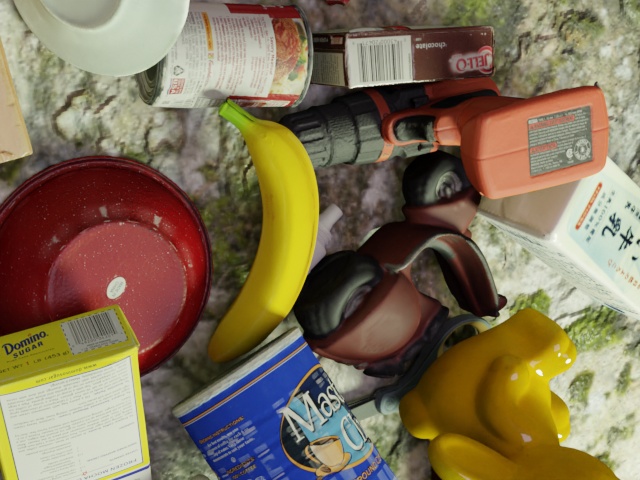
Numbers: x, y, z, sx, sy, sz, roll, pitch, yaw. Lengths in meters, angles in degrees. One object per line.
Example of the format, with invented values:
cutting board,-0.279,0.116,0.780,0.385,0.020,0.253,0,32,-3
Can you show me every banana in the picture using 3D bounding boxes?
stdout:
banana,-0.037,0.002,0.718,0.070,0.037,0.198,13,116,15

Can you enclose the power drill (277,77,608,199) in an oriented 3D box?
power drill,0.079,-0.073,0.702,0.184,0.188,0.057,-17,110,-24

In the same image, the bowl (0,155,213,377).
bowl,-0.139,0.027,0.697,0.161,0.055,0.162,-5,102,-24

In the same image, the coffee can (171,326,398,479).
coffee can,-0.020,0.144,0.723,0.102,0.103,0.140,-33,88,-15

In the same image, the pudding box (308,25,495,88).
pudding box,0.049,-0.127,0.732,0.113,0.090,0.039,-6,101,-23

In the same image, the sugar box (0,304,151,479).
sugar box,-0.158,0.127,0.677,0.093,0.048,0.176,-15,135,-20

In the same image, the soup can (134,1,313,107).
soup can,-0.065,-0.121,0.694,0.102,0.069,0.068,-3,102,-23

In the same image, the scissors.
scissors,0.060,0.105,0.825,0.201,0.016,0.096,0,103,-26
